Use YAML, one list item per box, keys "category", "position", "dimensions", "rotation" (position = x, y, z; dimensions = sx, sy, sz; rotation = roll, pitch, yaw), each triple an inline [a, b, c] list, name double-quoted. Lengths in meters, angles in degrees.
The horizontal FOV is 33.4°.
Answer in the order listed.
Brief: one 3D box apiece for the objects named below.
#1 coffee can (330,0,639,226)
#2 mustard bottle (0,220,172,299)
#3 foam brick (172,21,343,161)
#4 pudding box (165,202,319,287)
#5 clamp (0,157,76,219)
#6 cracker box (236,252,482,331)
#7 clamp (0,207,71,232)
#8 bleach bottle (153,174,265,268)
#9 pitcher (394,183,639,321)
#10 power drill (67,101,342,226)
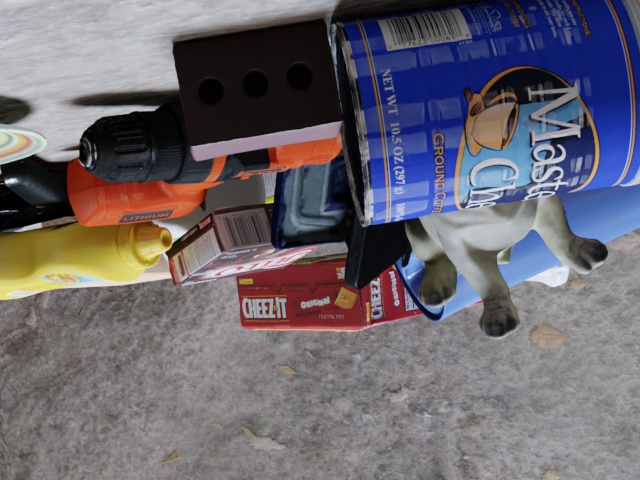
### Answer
- category: "coffee can"
  position: [0.082, -0.068, 0.529]
  dimensions: [0.140, 0.103, 0.103]
  rotation: [-9, 177, -2]
- category: "mustard bottle"
  position: [-0.199, 0.011, 0.869]
  dimensions: [0.192, 0.058, 0.096]
  rotation: [-8, 173, 32]
- category: "foam brick"
  position: [-0.032, -0.074, 0.539]
  dimensions: [0.078, 0.053, 0.051]
  rotation: [-10, 178, -1]
- category: "pudding box"
  position: [-0.056, 0.001, 0.861]
  dimensions: [0.113, 0.039, 0.090]
  rotation: [-7, 164, -36]
- category: "clamp"
  position: [-0.218, -0.038, 0.834]
  dimensions: [0.165, 0.036, 0.209]
  rotation: [-11, 173, 40]
- category: "cracker box"
  position: [0.046, 0.047, 1.083]
  dimensions: [0.164, 0.072, 0.213]
  rotation: [-5, -179, 41]
- category: "clamp"
  position: [-0.307, -0.017, 0.958]
  dimensions: [0.120, 0.039, 0.172]
  rotation: [-3, 174, -35]
- category: "bleach bottle"
  position: [-0.103, -0.009, 1.005]
  dimensions: [0.102, 0.068, 0.251]
  rotation: [-8, 165, -5]
- category: "pitcher"
  position: [0.176, -0.034, 0.936]
  dimensions: [0.242, 0.149, 0.145]
  rotation: [-20, 147, -12]
- category: "power drill"
  position: [-0.102, -0.052, 0.722]
  dimensions: [0.184, 0.057, 0.188]
  rotation: [-8, 177, -36]
